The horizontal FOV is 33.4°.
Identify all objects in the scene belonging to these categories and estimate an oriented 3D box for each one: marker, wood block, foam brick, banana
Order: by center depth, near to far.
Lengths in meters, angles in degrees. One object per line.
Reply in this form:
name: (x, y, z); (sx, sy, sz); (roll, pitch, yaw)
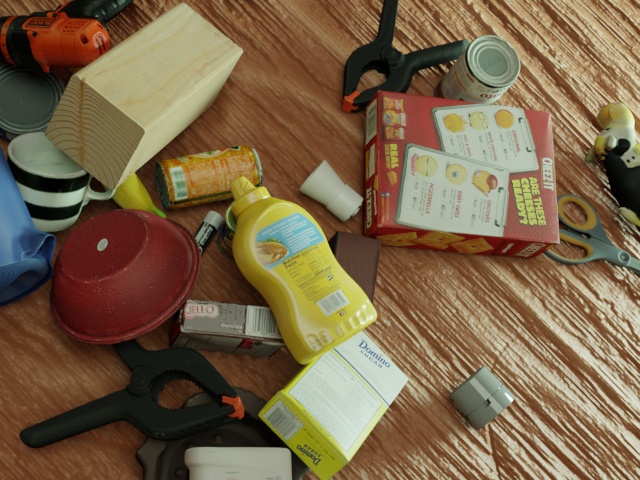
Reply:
wood block: (-0.177, -0.153, 1.096); (0.090, 0.091, 0.205); (38, 40, 0)
banana: (-0.228, -0.103, 1.129); (0.037, 0.069, 0.198); (-28, 81, 5)
marker: (-0.140, 0.021, 1.132); (0.020, 0.020, 0.121); (31, 67, -3)
foam brick: (0.030, 0.036, 1.154); (0.051, 0.053, 0.078); (13, 69, -11)

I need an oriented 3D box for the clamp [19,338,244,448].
clamp: (-0.178, 0.149, 1.029); (0.210, 0.036, 0.164); (16, 64, 17)

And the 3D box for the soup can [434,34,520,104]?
soup can: (0.181, -0.186, 1.240); (0.068, 0.102, 0.068); (5, 71, -14)

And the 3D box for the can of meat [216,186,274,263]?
can of meat: (-0.057, 0.001, 1.125); (0.102, 0.084, 0.057); (38, 67, -1)

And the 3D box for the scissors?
scissors: (0.351, 0.002, 1.270); (0.201, 0.016, 0.096); (11, 70, -11)

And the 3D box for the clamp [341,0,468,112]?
clamp: (0.093, -0.209, 1.256); (0.120, 0.039, 0.171); (29, 72, 13)

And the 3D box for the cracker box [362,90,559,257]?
cracker box: (0.156, -0.072, 1.214); (0.213, 0.072, 0.164); (5, 72, -14)

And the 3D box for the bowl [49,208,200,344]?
bowl: (-0.203, 0.022, 1.051); (0.162, 0.055, 0.162); (-10, 48, 11)

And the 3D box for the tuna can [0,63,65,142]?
tuna can: (-0.314, -0.146, 1.133); (0.086, 0.034, 0.086); (4, 71, -14)

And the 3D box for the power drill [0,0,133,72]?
power drill: (-0.266, -0.247, 1.133); (0.185, 0.057, 0.187); (10, 48, 27)

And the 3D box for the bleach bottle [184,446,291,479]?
bleach bottle: (-0.075, 0.317, 0.975); (0.102, 0.068, 0.251); (3, 76, -14)

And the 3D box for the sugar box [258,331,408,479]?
sugar box: (0.017, 0.156, 1.068); (0.093, 0.048, 0.176); (46, 28, 3)

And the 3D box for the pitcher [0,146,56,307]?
pitcher: (-0.364, -0.049, 1.012); (0.149, 0.145, 0.243); (-15, 75, -31)

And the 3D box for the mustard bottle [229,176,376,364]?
mustard bottle: (-0.032, 0.020, 1.046); (0.096, 0.058, 0.191); (-28, 81, -35)

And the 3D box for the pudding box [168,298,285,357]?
pudding box: (-0.093, 0.090, 1.084); (0.113, 0.090, 0.039); (9, 73, -13)
